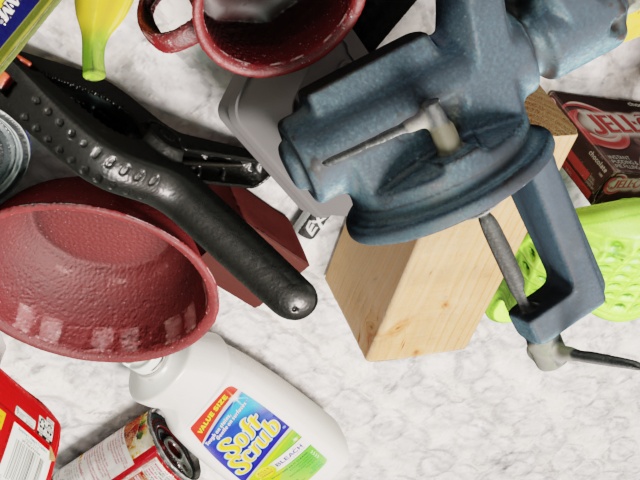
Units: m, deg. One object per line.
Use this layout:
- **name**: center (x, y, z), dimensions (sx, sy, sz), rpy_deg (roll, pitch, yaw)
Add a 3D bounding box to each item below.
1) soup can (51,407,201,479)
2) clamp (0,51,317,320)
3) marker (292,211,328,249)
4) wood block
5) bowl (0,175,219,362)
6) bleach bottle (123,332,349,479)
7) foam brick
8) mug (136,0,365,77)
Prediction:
- **soup can**: center (-0.156, 0.189, 0.855), dimensions (0.102, 0.068, 0.068), rpy_deg (-34, 140, 8)
- **clamp**: center (-0.094, -0.049, 0.612), dimensions (0.209, 0.164, 0.036), rpy_deg (33, 110, -21)
- **marker**: center (-0.002, -0.020, 0.755), dimensions (0.020, 0.020, 0.121), rpy_deg (11, 127, -37)
- **wood block**: center (0.084, -0.020, 0.748), dimensions (0.090, 0.091, 0.206), rpy_deg (-4, 135, -26)
- **bowl**: center (-0.140, 0.010, 0.657), dimensions (0.162, 0.055, 0.162), rpy_deg (3, 142, 2)
- **bleach bottle**: center (-0.077, 0.139, 0.852), dimensions (0.102, 0.068, 0.250), rpy_deg (-37, 137, 9)
- **foam brick**: center (-0.055, 0.001, 0.722), dimensions (0.053, 0.051, 0.078), rpy_deg (-39, 139, 14)
- **mug**: center (-0.043, -0.139, 0.554), dimensions (0.117, 0.081, 0.093), rpy_deg (-32, 140, 5)
